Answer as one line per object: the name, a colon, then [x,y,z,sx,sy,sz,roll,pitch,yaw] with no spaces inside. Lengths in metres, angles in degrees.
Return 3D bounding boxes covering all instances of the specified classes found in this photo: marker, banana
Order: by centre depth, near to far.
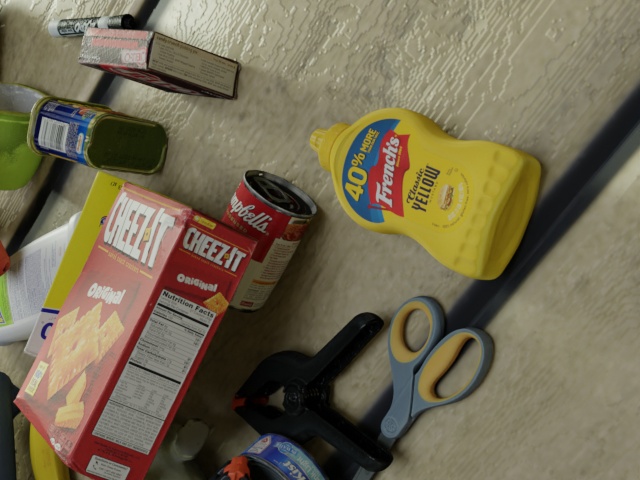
marker: [-0.230,-0.216,1.074,0.121,0.020,0.020,6,92,39]
banana: [-0.262,0.183,1.076,0.070,0.037,0.198,1,90,20]

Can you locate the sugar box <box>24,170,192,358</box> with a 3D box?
sugar box: [-0.189,0.035,0.961,0.093,0.048,0.176,21,85,-5]

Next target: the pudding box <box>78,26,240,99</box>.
pudding box: [-0.140,-0.156,0.940,0.090,0.113,0.039,13,93,38]

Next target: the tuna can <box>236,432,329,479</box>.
tuna can: [-0.030,0.199,0.863,0.086,0.033,0.086,27,137,29]

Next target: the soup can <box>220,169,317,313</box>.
soup can: [-0.056,0.001,0.895,0.069,0.068,0.102,44,115,31]

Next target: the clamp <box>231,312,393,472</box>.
clamp: [-0.007,0.117,0.864,0.172,0.039,0.120,-1,79,43]

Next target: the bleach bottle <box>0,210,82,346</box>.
bleach bottle: [-0.293,0.047,1.089,0.251,0.067,0.102,-17,74,40]

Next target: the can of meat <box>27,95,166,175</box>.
can of meat: [-0.207,-0.096,0.999,0.084,0.101,0.057,18,99,36]

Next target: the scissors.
scissors: [0.053,0.124,0.835,0.202,0.016,0.096,-47,60,28]

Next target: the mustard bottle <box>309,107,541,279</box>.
mustard bottle: [0.066,-0.048,0.804,0.192,0.058,0.096,27,104,37]

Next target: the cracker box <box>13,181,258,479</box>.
cracker box: [-0.154,0.068,0.855,0.164,0.072,0.213,20,84,60]
